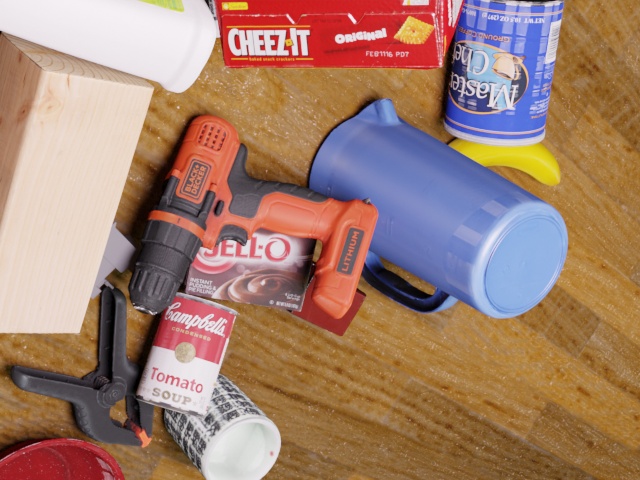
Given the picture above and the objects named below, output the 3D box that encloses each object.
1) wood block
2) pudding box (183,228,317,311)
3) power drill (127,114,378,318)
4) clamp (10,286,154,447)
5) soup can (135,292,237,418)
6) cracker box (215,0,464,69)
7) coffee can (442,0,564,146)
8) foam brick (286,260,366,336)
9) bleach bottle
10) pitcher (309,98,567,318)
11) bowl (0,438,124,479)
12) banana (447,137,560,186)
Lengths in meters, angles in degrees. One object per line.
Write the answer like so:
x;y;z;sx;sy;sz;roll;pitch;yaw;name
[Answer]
-0.212;-0.040;0.808;0.090;0.090;0.206;4;114;-40;wood block
-0.064;0.011;0.986;0.113;0.039;0.090;9;108;-13;pudding box
-0.056;0.001;0.919;0.187;0.057;0.184;21;74;-8;power drill
-0.193;0.123;0.974;0.120;0.039;0.171;-44;137;-11;clamp
-0.123;0.105;0.976;0.068;0.069;0.102;25;77;-40;soup can
0.027;-0.198;0.828;0.213;0.164;0.072;-67;154;-57;cracker box
0.179;-0.175;1.052;0.102;0.103;0.140;-11;117;-31;coffee can
-0.004;0.053;1.065;0.078;0.053;0.051;29;94;-41;foam brick
-0.198;-0.172;0.716;0.250;0.103;0.068;9;130;-39;bleach bottle
0.106;-0.015;0.984;0.145;0.243;0.149;-48;130;-6;pitcher
-0.261;0.239;0.970;0.161;0.055;0.162;-15;120;-29;bowl
0.193;-0.087;1.151;0.197;0.037;0.070;-5;132;-32;banana
